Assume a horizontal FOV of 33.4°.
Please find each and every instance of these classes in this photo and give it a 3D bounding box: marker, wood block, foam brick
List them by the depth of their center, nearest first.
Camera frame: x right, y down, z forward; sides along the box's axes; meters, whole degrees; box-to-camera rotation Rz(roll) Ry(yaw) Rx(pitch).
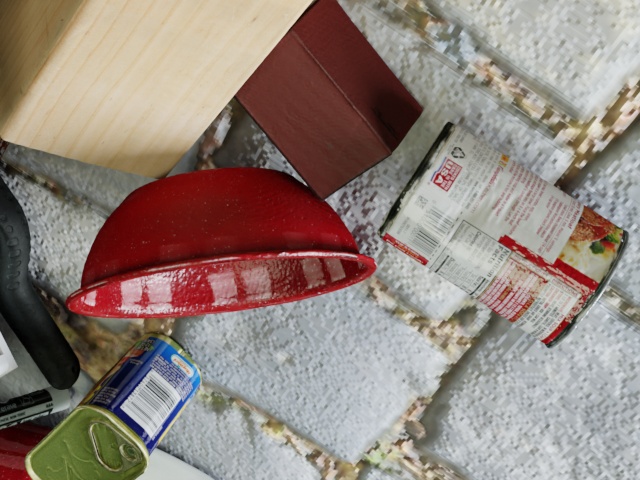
[{"bbox_3d":[-0.064,-0.129,0.474,0.090,0.091,0.206,13,139,-34],"label":"wood block"},{"bbox_3d":[0.002,-0.070,0.524,0.051,0.053,0.078,-32,103,37],"label":"foam brick"},{"bbox_3d":[-0.222,0.120,0.714,0.020,0.120,0.020,10,105,39],"label":"marker"}]

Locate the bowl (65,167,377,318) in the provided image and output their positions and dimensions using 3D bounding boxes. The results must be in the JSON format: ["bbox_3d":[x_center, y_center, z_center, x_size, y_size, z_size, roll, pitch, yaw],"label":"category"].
[{"bbox_3d":[-0.054,0.001,0.560,0.162,0.161,0.055,-16,76,32],"label":"bowl"}]

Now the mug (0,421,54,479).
[{"bbox_3d":[-0.226,0.181,0.773,0.081,0.093,0.117,8,118,15],"label":"mug"}]

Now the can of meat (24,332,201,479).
[{"bbox_3d":[-0.131,0.117,0.689,0.057,0.083,0.102,43,129,-5],"label":"can of meat"}]

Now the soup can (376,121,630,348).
[{"bbox_3d":[0.087,-0.003,0.517,0.102,0.068,0.069,33,129,3],"label":"soup can"}]

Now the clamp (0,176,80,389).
[{"bbox_3d":[-0.210,0.022,0.694,0.120,0.039,0.171,16,126,17],"label":"clamp"}]
